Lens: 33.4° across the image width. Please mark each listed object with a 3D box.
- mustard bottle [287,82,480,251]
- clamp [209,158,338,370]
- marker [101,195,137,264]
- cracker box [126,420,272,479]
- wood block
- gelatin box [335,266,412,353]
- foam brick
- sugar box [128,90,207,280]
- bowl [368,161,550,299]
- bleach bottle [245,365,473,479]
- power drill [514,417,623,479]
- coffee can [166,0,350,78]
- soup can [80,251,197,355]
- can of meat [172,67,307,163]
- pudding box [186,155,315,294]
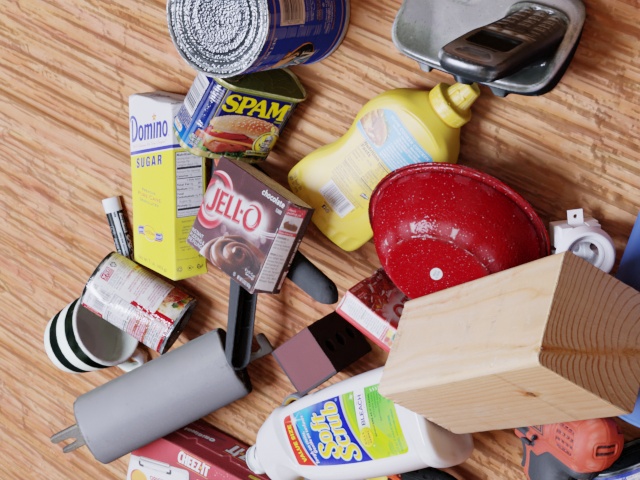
[{"bbox_3d":[0.064,-0.078,0.942,0.192,0.058,0.096,-39,90,32],"label":"mustard bottle"},{"bbox_3d":[-0.057,0.001,1.009,0.165,0.036,0.210,-29,68,44],"label":"clamp"},{"bbox_3d":[-0.210,0.012,1.151,0.020,0.020,0.121,-11,97,32],"label":"marker"},{"bbox_3d":[-0.132,0.311,1.153,0.164,0.072,0.214,22,112,24],"label":"cracker box"},{"bbox_3d":[0.144,0.086,0.820,0.090,0.090,0.206,29,155,-20],"label":"wood block"},{"bbox_3d":[0.068,0.060,0.958,0.073,0.089,0.030,38,125,16],"label":"gelatin box"},{"bbox_3d":[0.002,0.105,1.016,0.051,0.078,0.053,-38,83,30],"label":"foam brick"},{"bbox_3d":[-0.153,-0.057,1.067,0.093,0.048,0.176,19,116,52],"label":"sugar box"},{"bbox_3d":[0.107,0.011,0.899,0.162,0.055,0.162,17,140,14],"label":"bowl"},{"bbox_3d":[0.021,0.186,0.999,0.251,0.067,0.102,-28,69,41],"label":"bleach bottle"},{"bbox_3d":[0.176,0.199,0.905,0.185,0.057,0.188,-143,53,-64],"label":"power drill"},{"bbox_3d":[-0.051,-0.199,0.930,0.103,0.140,0.103,8,107,28],"label":"coffee can"},{"bbox_3d":[-0.189,0.065,1.109,0.102,0.068,0.069,31,117,4],"label":"soup can"},{"bbox_3d":[-0.077,-0.121,0.990,0.084,0.101,0.057,-57,45,31],"label":"can of meat"},{"bbox_3d":[-0.065,-0.014,0.965,0.114,0.039,0.090,34,107,41],"label":"pudding box"}]
